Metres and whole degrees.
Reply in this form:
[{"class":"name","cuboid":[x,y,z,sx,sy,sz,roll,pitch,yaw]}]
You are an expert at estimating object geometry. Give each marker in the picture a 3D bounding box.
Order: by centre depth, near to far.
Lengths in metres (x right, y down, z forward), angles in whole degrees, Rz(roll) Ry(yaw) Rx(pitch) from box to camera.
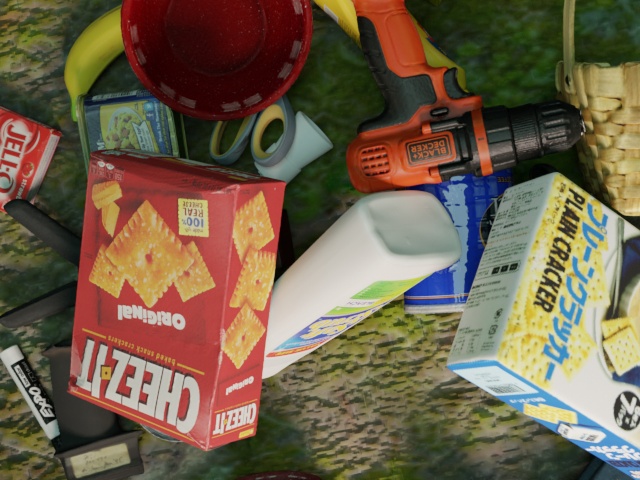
[{"class":"marker","cuboid":[-0.259,0.152,0.986,0.020,0.020,0.121,-31,88,5]}]

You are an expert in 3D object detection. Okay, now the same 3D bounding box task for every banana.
[{"class":"banana","cuboid":[-0.159,-0.186,0.968,0.198,0.037,0.069,-29,117,8]}]

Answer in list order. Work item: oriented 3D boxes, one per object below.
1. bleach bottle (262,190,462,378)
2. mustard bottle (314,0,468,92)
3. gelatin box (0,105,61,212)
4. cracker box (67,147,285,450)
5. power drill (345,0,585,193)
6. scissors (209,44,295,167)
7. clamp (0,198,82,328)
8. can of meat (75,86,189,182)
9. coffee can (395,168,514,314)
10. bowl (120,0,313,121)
[{"class":"bleach bottle","cuboid":[-0.001,0.052,0.889,0.251,0.102,0.068,-42,64,41]},{"class":"mustard bottle","cuboid":[0.068,-0.163,0.911,0.058,0.096,0.191,-40,86,2]},{"class":"gelatin box","cuboid":[-0.290,-0.075,0.982,0.073,0.030,0.089,23,93,5]},{"class":"cracker box","cuboid":[-0.122,0.042,0.870,0.164,0.071,0.214,15,102,34]},{"class":"power drill","cuboid":[0.098,-0.139,0.826,0.184,0.057,0.187,-11,87,8]},{"class":"scissors","cuboid":[-0.029,-0.148,0.943,0.096,0.016,0.202,36,95,38]},{"class":"clamp","cuboid":[-0.214,0.039,0.968,0.171,0.039,0.120,16,110,-1]},{"class":"can of meat","cuboid":[-0.165,-0.085,0.950,0.084,0.057,0.102,-7,102,3]},{"class":"coffee can","cuboid":[0.116,-0.012,0.905,0.103,0.102,0.140,-5,90,6]},{"class":"bowl","cuboid":[-0.089,-0.186,0.919,0.162,0.055,0.162,-1,101,-6]}]
